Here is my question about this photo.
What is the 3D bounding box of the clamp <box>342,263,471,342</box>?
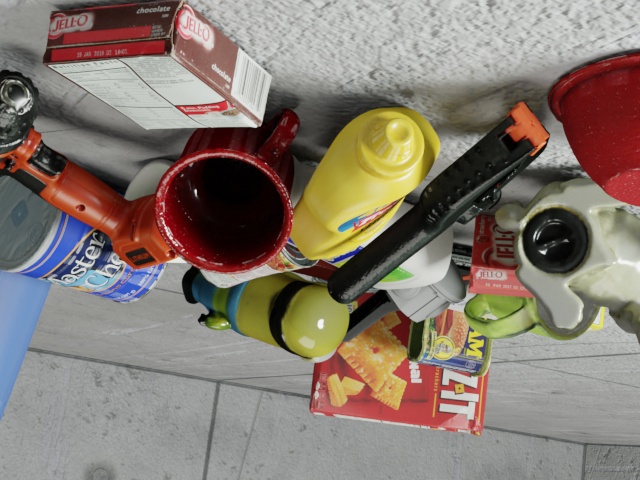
[{"bbox_3d":[0.068,0.040,1.082,0.172,0.039,0.120,-22,135,14],"label":"clamp"}]

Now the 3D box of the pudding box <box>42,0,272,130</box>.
[{"bbox_3d":[-0.094,-0.101,0.633,0.090,0.039,0.113,2,164,25],"label":"pudding box"}]

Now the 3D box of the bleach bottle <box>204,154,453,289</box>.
[{"bbox_3d":[-0.005,-0.023,0.874,0.250,0.068,0.103,22,162,-40],"label":"bleach bottle"}]

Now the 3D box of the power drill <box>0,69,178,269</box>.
[{"bbox_3d":[-0.181,-0.050,0.776,0.187,0.057,0.185,33,161,-21],"label":"power drill"}]

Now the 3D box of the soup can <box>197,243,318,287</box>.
[{"bbox_3d":[-0.056,0.001,0.954,0.102,0.068,0.068,-16,156,37],"label":"soup can"}]

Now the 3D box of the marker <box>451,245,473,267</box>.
[{"bbox_3d":[0.123,0.013,1.047,0.121,0.020,0.020,11,167,-14],"label":"marker"}]

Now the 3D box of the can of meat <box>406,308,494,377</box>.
[{"bbox_3d":[0.151,0.100,1.232,0.084,0.102,0.057,12,167,-12],"label":"can of meat"}]

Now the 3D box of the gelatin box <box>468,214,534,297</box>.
[{"bbox_3d":[0.163,0.012,0.889,0.073,0.030,0.089,5,-149,9],"label":"gelatin box"}]

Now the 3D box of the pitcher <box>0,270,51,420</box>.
[{"bbox_3d":[-0.341,0.067,1.054,0.145,0.243,0.149,1,159,34],"label":"pitcher"}]

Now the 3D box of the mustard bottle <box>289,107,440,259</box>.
[{"bbox_3d":[0.032,-0.043,0.711,0.096,0.058,0.192,-34,174,-14],"label":"mustard bottle"}]

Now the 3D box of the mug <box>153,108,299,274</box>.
[{"bbox_3d":[-0.054,-0.045,0.730,0.093,0.081,0.117,34,116,-13],"label":"mug"}]

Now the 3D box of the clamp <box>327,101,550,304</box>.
[{"bbox_3d":[0.087,-0.026,0.710,0.164,0.036,0.210,-34,172,-18],"label":"clamp"}]

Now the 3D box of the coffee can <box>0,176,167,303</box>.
[{"bbox_3d":[-0.221,-0.006,0.977,0.103,0.103,0.140,-2,164,37],"label":"coffee can"}]

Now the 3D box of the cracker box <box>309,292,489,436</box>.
[{"bbox_3d":[0.101,0.145,1.314,0.214,0.164,0.072,6,169,9],"label":"cracker box"}]
